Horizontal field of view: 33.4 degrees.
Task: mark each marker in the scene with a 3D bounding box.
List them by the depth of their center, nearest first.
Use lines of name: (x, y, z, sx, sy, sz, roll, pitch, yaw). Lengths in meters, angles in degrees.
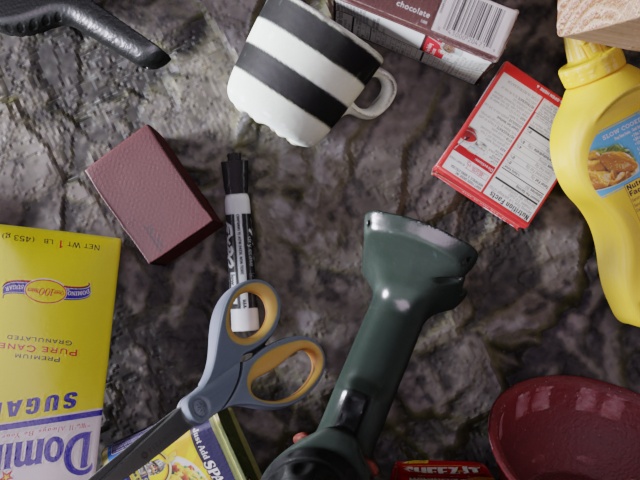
marker: (-0.055, 0.001, 0.723, 0.020, 0.020, 0.121, -4, 88, 1)

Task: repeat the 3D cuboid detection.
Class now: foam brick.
foam brick: (-0.110, -0.028, 0.709, 0.053, 0.051, 0.078, -34, 88, 1)

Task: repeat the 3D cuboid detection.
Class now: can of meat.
can of meat: (-0.084, 0.162, 0.700, 0.084, 0.057, 0.102, -25, 87, 2)

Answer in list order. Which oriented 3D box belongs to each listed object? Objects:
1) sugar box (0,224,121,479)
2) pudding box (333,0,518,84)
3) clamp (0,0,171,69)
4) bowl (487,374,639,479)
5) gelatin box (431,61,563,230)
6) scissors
sugar box: (-0.185, 0.082, 0.692, 0.093, 0.048, 0.176, 6, 80, -16)
pudding box: (0.064, -0.143, 0.690, 0.113, 0.090, 0.039, 24, 90, 1)
clamp: (-0.173, -0.166, 0.719, 0.171, 0.039, 0.120, -7, 72, 6)
bowl: (0.175, 0.155, 0.665, 0.162, 0.162, 0.055, 15, 119, 2)
gelatin box: (0.129, -0.063, 0.716, 0.073, 0.030, 0.089, 33, 88, 1)
scissors: (-0.078, 0.084, 0.660, 0.201, 0.016, 0.096, -15, 83, -41)
